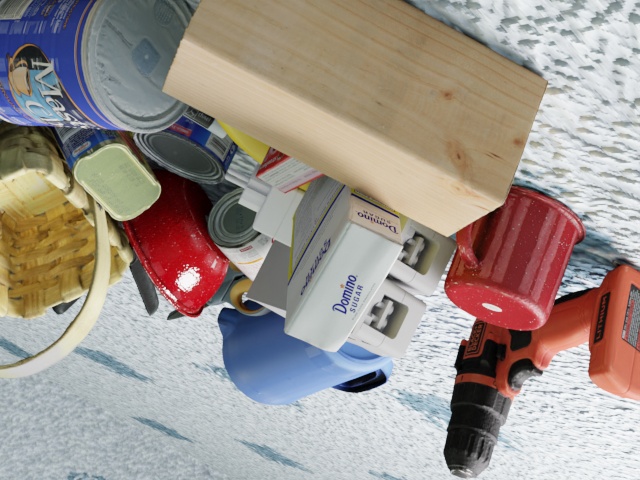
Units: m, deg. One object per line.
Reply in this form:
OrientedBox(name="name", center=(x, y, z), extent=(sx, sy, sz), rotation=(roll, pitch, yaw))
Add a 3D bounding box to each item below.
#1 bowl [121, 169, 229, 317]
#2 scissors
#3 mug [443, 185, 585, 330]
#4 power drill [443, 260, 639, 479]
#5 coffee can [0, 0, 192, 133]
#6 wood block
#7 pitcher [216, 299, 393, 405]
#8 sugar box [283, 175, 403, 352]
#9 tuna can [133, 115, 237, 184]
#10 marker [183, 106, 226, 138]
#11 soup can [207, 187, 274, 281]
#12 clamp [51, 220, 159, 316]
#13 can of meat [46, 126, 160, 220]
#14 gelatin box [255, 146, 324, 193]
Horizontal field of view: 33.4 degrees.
OrientedBox(name="bowl", center=(-0.132, -0.009, 1.028), extent=(0.055, 0.162, 0.162), rotation=(-26, 144, 10))
OrientedBox(name="scissors", center=(-0.111, 0.042, 1.158), extent=(0.016, 0.096, 0.202), rotation=(1, 178, -42))
OrientedBox(name="mug", center=(0.137, 0.010, 0.800), extent=(0.093, 0.081, 0.117), rotation=(6, 154, 41))
OrientedBox(name="power drill", center=(0.182, 0.101, 0.867), extent=(0.057, 0.184, 0.188), rotation=(33, 149, -26))
OrientedBox(name="coffee can", center=(-0.169, -0.130, 0.757), extent=(0.141, 0.102, 0.102), rotation=(8, 155, 39))
OrientedBox(name="wood block", center=(0.019, -0.095, 0.652), extent=(0.206, 0.090, 0.091), rotation=(26, 161, -8))
OrientedBox(name="pitcher", center=(0.002, 0.107, 1.156), extent=(0.149, 0.145, 0.243), rotation=(-15, 174, -27))
OrientedBox(name="sugar box", center=(0.015, -0.006, 0.744), extent=(0.048, 0.093, 0.176), rotation=(24, -155, -13))
OrientedBox(name="tuna can", center=(-0.115, -0.085, 0.918), extent=(0.086, 0.033, 0.086), rotation=(21, 161, 8))
OrientedBox(name="marker", center=(-0.126, -0.121, 0.859), extent=(0.121, 0.020, 0.020), rotation=(30, 160, -17))
OrientedBox(name="soup can", center=(-0.057, 0.001, 1.027), extent=(0.069, 0.068, 0.102), rotation=(11, 157, 32))
OrientedBox(name="clamp", center=(-0.220, 0.014, 1.125), extent=(0.120, 0.172, 0.039), rotation=(-9, -145, -32))
OrientedBox(name="can of meat", center=(-0.191, -0.077, 0.935), extent=(0.084, 0.057, 0.102), rotation=(57, -179, 35))
OrientedBox(name="gelatin box", center=(-0.005, -0.078, 0.748), extent=(0.030, 0.073, 0.089), rotation=(30, 160, -17))
